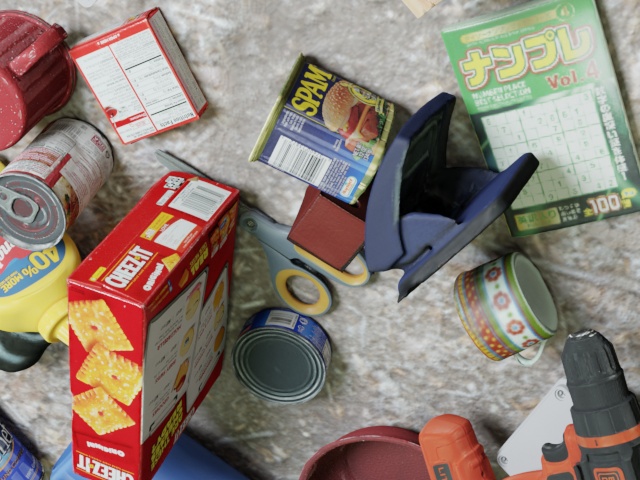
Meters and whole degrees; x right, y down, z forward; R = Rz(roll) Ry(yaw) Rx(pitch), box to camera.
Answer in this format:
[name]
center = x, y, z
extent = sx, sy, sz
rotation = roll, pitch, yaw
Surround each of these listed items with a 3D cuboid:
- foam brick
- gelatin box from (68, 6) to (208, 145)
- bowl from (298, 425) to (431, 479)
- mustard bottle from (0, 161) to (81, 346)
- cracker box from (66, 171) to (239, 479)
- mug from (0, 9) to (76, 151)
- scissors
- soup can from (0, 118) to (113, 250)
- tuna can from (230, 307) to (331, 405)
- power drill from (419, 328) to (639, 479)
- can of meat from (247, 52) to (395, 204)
[foam brick]
center = 0.015, -0.024, 0.819
extent = 0.053, 0.078, 0.051
rotation = 31, 124, -9
[gelatin box]
center = -0.139, -0.125, 0.825
extent = 0.073, 0.030, 0.089
rotation = -17, 116, 23
[bowl]
center = 0.063, 0.223, 0.977
extent = 0.162, 0.055, 0.162
rotation = 7, 123, 11
[mustard bottle]
center = -0.251, 0.017, 0.865
extent = 0.192, 0.096, 0.058
rotation = 44, 151, 17
[cracker box]
center = -0.135, 0.074, 0.861
extent = 0.072, 0.164, 0.214
rotation = 19, 129, 12
[mug]
center = -0.239, -0.126, 0.820
extent = 0.117, 0.081, 0.093
rotation = -29, 111, 29
[scissors]
center = -0.056, 0.001, 0.891
extent = 0.202, 0.016, 0.096
rotation = 23, 125, 0
[soup can]
center = -0.214, -0.047, 0.851
extent = 0.068, 0.102, 0.068
rotation = 7, 123, 11
[tuna can]
center = -0.034, 0.102, 0.939
extent = 0.086, 0.033, 0.086
rotation = 7, 123, 11
[power drill]
center = 0.171, 0.168, 0.840
extent = 0.188, 0.057, 0.184
rotation = -15, 93, 42
[can of meat]
center = 0.004, -0.080, 0.773
extent = 0.084, 0.102, 0.058
rotation = 26, 126, -5
